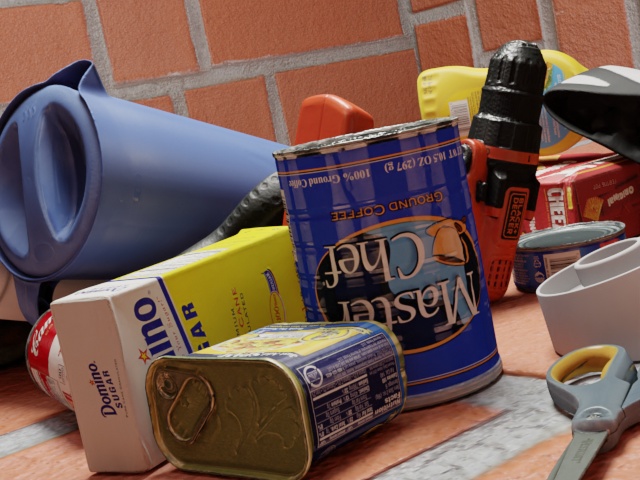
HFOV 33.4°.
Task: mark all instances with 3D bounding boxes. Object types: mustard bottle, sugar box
[{"bbox_3d":[0.190,-0.124,0.979,0.192,0.096,0.058,-8,8,11],"label":"mustard bottle"},{"bbox_3d":[-0.067,0.054,0.599,0.048,0.093,0.176,-7,9,29],"label":"sugar box"}]

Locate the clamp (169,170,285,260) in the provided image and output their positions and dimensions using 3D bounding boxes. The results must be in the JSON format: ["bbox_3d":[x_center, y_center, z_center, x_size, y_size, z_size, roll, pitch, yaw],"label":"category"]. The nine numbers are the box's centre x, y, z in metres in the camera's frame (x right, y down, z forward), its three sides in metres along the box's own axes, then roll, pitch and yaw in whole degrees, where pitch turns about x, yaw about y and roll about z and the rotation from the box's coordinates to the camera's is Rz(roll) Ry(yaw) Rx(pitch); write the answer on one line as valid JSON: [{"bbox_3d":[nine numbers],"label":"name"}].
[{"bbox_3d":[-0.055,0.001,0.712,0.171,0.039,0.120,-47,-12,14],"label":"clamp"}]

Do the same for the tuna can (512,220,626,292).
[{"bbox_3d":[0.181,0.011,0.778,0.086,0.034,0.086,-11,7,1],"label":"tuna can"}]

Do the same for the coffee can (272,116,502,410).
[{"bbox_3d":[0.037,0.011,0.583,0.103,0.140,0.103,-11,7,1],"label":"coffee can"}]

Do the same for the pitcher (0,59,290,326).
[{"bbox_3d":[-0.113,-0.021,0.781,0.149,0.145,0.242,-40,-28,31],"label":"pitcher"}]

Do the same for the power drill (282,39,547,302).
[{"bbox_3d":[0.071,-0.049,0.702,0.187,0.184,0.057,2,10,-36],"label":"power drill"}]

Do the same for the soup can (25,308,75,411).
[{"bbox_3d":[-0.133,0.074,0.649,0.068,0.068,0.102,-15,9,-28],"label":"soup can"}]

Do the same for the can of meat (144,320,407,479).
[{"bbox_3d":[-0.020,0.074,0.521,0.102,0.057,0.083,-5,8,40],"label":"can of meat"}]
